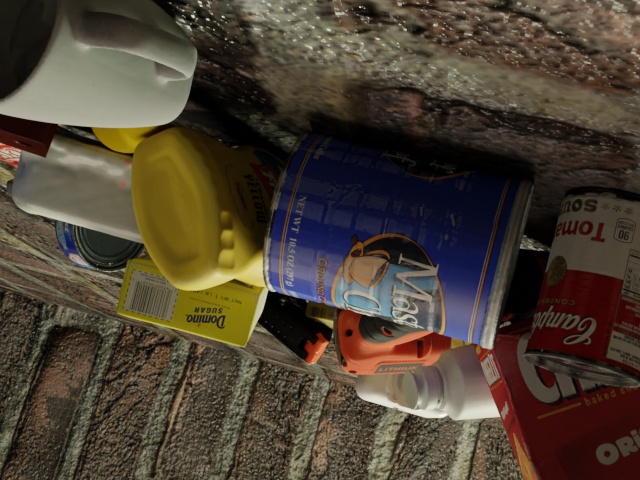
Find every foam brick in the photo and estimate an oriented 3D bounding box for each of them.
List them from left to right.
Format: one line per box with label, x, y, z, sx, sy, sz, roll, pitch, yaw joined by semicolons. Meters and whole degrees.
foam brick;-0.206;-0.092;0.693;0.078;0.051;0.053;18;169;-12

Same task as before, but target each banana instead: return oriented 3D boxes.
banana;-0.122;-0.087;0.655;0.069;0.037;0.198;35;169;4

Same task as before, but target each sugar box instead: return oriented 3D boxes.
sugar box;-0.088;0.038;0.798;0.093;0.048;0.176;16;180;0

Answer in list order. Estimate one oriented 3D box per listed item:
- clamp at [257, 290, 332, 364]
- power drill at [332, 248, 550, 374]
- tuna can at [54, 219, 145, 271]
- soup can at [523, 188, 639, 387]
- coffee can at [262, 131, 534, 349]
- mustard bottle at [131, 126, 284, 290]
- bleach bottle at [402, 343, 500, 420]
clamp;-0.052;0.061;1.110;0.164;0.036;0.210;24;-167;-26
power drill;0.105;0.052;0.801;0.184;0.057;0.188;4;158;-23
tuna can;-0.201;-0.015;0.984;0.034;0.086;0.086;8;167;44
soup can;0.164;0.028;0.626;0.068;0.102;0.068;16;169;3
coffee can;0.048;-0.002;0.645;0.140;0.103;0.102;14;169;12
mustard bottle;-0.048;-0.017;0.709;0.058;0.096;0.191;-22;170;22
bleach bottle;0.180;0.096;0.786;0.250;0.068;0.103;-5;162;-16
